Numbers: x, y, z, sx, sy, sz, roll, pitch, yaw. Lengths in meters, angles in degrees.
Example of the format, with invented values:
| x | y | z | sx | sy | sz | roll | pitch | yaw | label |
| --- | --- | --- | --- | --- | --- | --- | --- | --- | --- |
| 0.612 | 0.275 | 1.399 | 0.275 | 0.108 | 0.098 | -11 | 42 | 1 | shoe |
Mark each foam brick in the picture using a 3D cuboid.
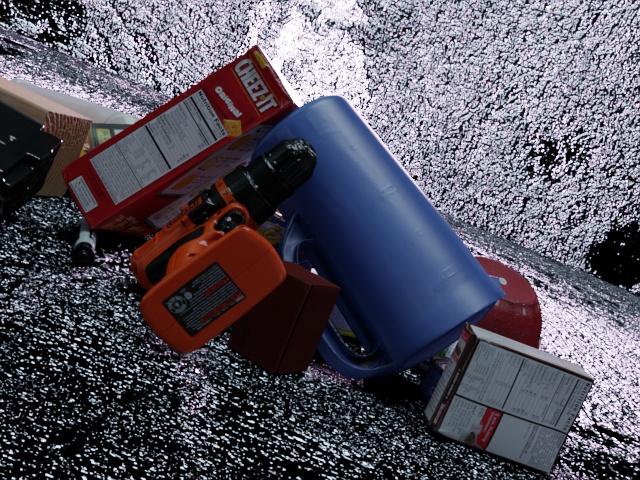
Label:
| x | y | z | sx | sy | sz | roll | pitch | yaw | label |
| --- | --- | --- | --- | --- | --- | --- | --- | --- | --- |
| -0.029 | 0.060 | 0.847 | 0.053 | 0.078 | 0.051 | 28 | 11 | 28 | foam brick |

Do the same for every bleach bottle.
| x | y | z | sx | sy | sz | roll | pitch | yaw | label |
| --- | --- | --- | --- | --- | --- | --- | --- | --- | --- |
| -0.281 | -0.136 | 1.259 | 0.251 | 0.068 | 0.102 | 16 | -10 | 44 | bleach bottle |

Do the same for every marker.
| x | y | z | sx | sy | sz | roll | pitch | yaw | label |
| --- | --- | --- | --- | --- | --- | --- | --- | --- | --- |
| -0.206 | 0.001 | 0.935 | 0.020 | 0.020 | 0.121 | 21 | 8 | -14 | marker |

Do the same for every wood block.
| x | y | z | sx | sy | sz | roll | pitch | yaw | label |
| --- | --- | --- | --- | --- | --- | --- | --- | --- | --- |
| -0.354 | -0.127 | 1.096 | 0.206 | 0.090 | 0.090 | 25 | 8 | 15 | wood block |

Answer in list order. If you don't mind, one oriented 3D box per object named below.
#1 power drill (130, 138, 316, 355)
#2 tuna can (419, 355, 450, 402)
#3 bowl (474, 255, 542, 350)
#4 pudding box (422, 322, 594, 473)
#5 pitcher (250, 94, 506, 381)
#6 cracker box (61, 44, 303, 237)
| x | y | z | sx | sy | sz | roll | pitch | yaw | label |
| --- | --- | --- | --- | --- | --- | --- | --- | --- | --- |
| -0.072 | 0.000 | 0.828 | 0.057 | 0.184 | 0.187 | 49 | 7 | -16 | power drill |
| 0.132 | 0.137 | 0.956 | 0.086 | 0.034 | 0.086 | 23 | 8 | -4 | tuna can |
| 0.192 | 0.065 | 1.209 | 0.162 | 0.055 | 0.162 | 22 | 25 | -11 | bowl |
| 0.153 | 0.129 | 0.868 | 0.113 | 0.090 | 0.039 | 21 | 9 | -14 | pudding box |
| 0.036 | -0.002 | 0.944 | 0.243 | 0.145 | 0.149 | 55 | 15 | 11 | pitcher |
| -0.119 | -0.087 | 1.008 | 0.072 | 0.214 | 0.164 | 59 | 5 | 6 | cracker box |
